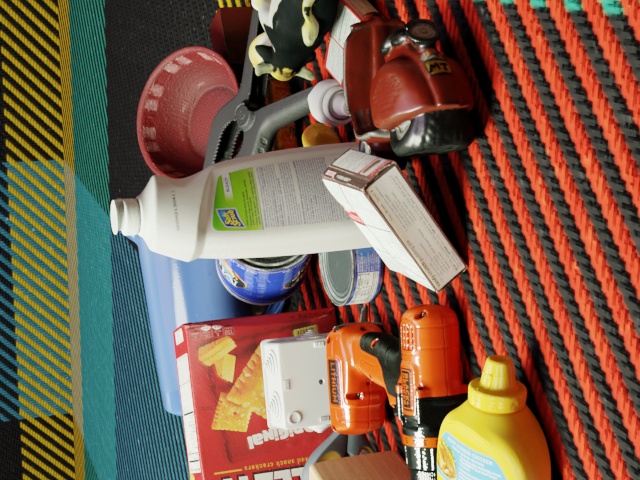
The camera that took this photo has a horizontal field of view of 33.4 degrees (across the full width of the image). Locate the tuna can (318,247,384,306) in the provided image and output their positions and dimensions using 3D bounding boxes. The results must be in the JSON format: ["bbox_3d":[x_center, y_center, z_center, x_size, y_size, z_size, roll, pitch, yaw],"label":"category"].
[{"bbox_3d":[0.029,0.019,1.021,0.086,0.033,0.086,175,90,-69],"label":"tuna can"}]

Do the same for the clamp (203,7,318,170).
[{"bbox_3d":[-0.072,-0.141,1.136,0.210,0.036,0.165,-50,51,30],"label":"clamp"}]

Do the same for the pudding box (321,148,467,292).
[{"bbox_3d":[0.059,-0.017,0.858,0.113,0.039,0.090,51,170,-22],"label":"pudding box"}]

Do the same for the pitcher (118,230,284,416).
[{"bbox_3d":[-0.129,0.073,1.234,0.149,0.144,0.243,-5,92,35],"label":"pitcher"}]

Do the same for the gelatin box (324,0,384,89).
[{"bbox_3d":[0.035,-0.175,0.973,0.089,0.030,0.073,-122,35,-53],"label":"gelatin box"}]

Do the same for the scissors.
[{"bbox_3d":[0.018,0.167,1.010,0.016,0.096,0.202,-2,95,56],"label":"scissors"}]

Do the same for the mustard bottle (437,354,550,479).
[{"bbox_3d":[0.123,0.175,0.770,0.096,0.058,0.192,24,117,57],"label":"mustard bottle"}]

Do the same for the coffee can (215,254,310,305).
[{"bbox_3d":[-0.057,0.001,1.107,0.140,0.102,0.103,107,153,-72],"label":"coffee can"}]

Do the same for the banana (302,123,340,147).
[{"bbox_3d":[-0.016,-0.076,1.075,0.037,0.069,0.198,66,153,7],"label":"banana"}]

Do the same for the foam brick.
[{"bbox_3d":[-0.098,-0.233,1.276,0.051,0.053,0.078,136,127,-64],"label":"foam brick"}]

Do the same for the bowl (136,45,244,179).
[{"bbox_3d":[-0.139,-0.142,1.248,0.162,0.055,0.162,-4,83,36],"label":"bowl"}]

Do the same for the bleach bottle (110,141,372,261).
[{"bbox_3d":[-0.056,-0.036,0.929,0.068,0.250,0.102,128,134,-61],"label":"bleach bottle"}]

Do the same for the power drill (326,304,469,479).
[{"bbox_3d":[0.067,0.144,0.919,0.188,0.057,0.184,179,90,-67],"label":"power drill"}]

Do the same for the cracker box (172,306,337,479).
[{"bbox_3d":[-0.054,0.183,1.091,0.072,0.164,0.214,142,122,-68],"label":"cracker box"}]
